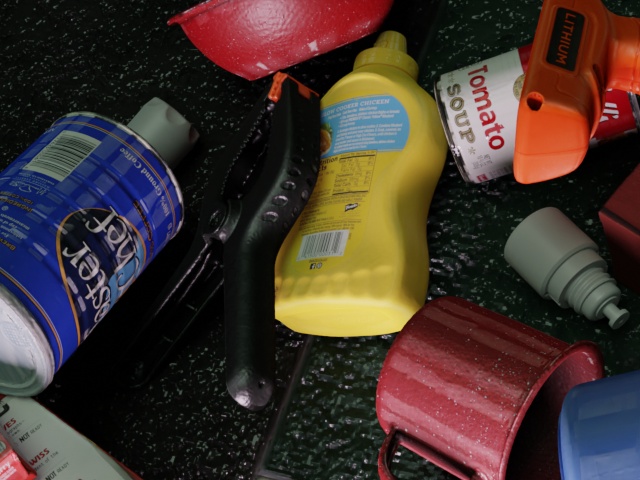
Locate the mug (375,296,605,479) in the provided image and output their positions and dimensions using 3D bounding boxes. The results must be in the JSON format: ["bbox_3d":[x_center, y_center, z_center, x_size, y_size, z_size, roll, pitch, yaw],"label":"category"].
[{"bbox_3d":[0.075,0.086,0.526,0.082,0.093,0.117,24,60,36],"label":"mug"}]

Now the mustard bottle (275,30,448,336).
[{"bbox_3d":[0.027,-0.041,0.632,0.096,0.058,0.191,-8,60,39],"label":"mustard bottle"}]

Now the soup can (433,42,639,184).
[{"bbox_3d":[0.123,-0.078,0.604,0.102,0.068,0.068,-17,59,16],"label":"soup can"}]

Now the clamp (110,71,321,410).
[{"bbox_3d":[-0.054,0.001,0.626,0.165,0.036,0.210,-13,54,51],"label":"clamp"}]

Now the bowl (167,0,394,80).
[{"bbox_3d":[-0.012,-0.143,0.675,0.162,0.162,0.055,-19,100,14],"label":"bowl"}]

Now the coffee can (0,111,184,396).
[{"bbox_3d":[-0.159,0.006,0.619,0.103,0.103,0.140,9,43,27],"label":"coffee can"}]
